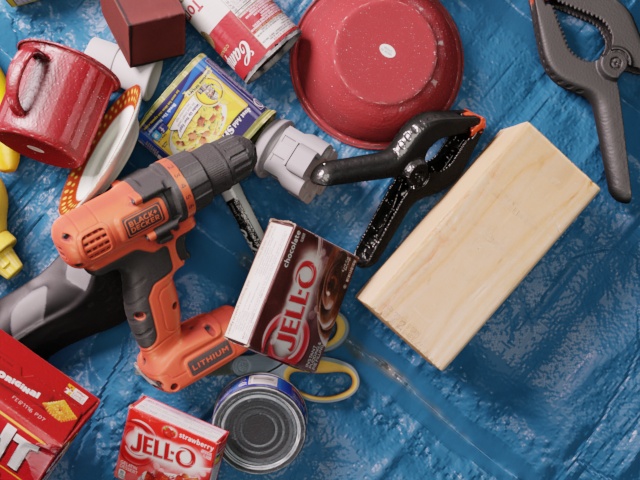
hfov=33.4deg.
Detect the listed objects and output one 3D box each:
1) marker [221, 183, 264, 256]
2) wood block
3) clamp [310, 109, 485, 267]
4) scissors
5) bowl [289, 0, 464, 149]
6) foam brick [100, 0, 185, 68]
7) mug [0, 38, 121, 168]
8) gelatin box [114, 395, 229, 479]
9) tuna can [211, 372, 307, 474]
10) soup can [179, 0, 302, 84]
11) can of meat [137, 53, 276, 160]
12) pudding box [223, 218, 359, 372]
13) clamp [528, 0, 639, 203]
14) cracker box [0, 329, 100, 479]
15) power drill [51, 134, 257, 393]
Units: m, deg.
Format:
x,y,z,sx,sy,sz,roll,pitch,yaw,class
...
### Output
x,y,z,sx,sy,sz,roll,pitch,yaw,class
-0.056,0.001,0.964,0.020,0.020,0.121,-27,92,-3,marker
0.135,0.005,0.941,0.090,0.091,0.206,42,87,-4,wood block
0.077,-0.053,0.954,0.171,0.039,0.120,-29,134,-14,clamp
-0.059,0.095,0.966,0.201,0.016,0.096,13,88,-4,scissors
0.054,-0.164,0.953,0.162,0.055,0.162,0,90,-4,bowl
-0.154,-0.197,0.921,0.051,0.053,0.078,-19,60,-19,foam brick
-0.229,-0.117,0.897,0.093,0.117,0.081,14,75,14,mug
-0.131,0.187,0.933,0.089,0.030,0.073,20,110,13,gelatin box
-0.054,0.163,0.948,0.086,0.034,0.086,0,103,0,tuna can
-0.075,-0.197,0.938,0.068,0.068,0.102,-43,92,-3,soup can
-0.103,-0.101,0.943,0.084,0.057,0.102,41,88,-1,can of meat
-0.024,0.049,0.919,0.089,0.039,0.113,28,79,-46,pudding box
0.262,-0.148,0.976,0.210,0.036,0.164,39,87,-1,clamp
-0.302,0.165,0.873,0.164,0.072,0.214,36,122,-3,cracker box
-0.114,0.020,0.898,0.184,0.057,0.187,-29,121,-21,power drill
